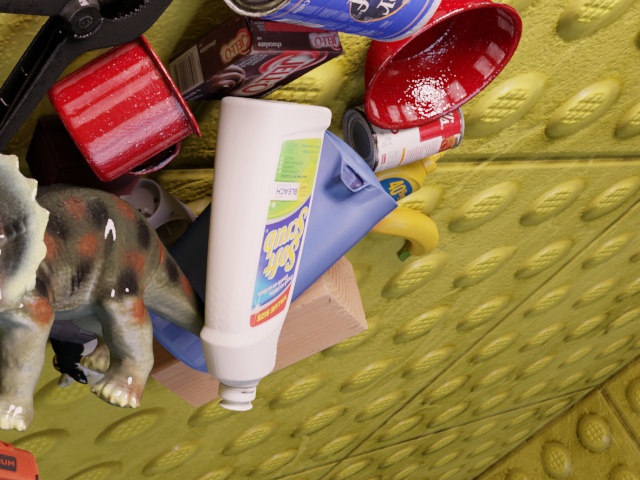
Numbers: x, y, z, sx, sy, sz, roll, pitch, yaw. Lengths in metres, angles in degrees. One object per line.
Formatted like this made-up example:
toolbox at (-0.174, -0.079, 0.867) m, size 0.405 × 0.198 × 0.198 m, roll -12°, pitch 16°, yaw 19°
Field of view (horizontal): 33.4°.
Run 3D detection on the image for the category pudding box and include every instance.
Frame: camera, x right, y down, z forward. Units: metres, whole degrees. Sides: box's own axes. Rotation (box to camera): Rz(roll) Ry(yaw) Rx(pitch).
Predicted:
pudding box at (-0.052, -0.142, 0.827) m, size 0.089 × 0.039 × 0.114 m, roll -7°, pitch 174°, yaw -40°

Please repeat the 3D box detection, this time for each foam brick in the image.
foam brick at (-0.187, -0.067, 0.855) m, size 0.078 × 0.053 × 0.051 m, roll -11°, pitch 151°, yaw -34°

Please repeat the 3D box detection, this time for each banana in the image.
banana at (0.107, -0.009, 1.324) m, size 0.070 × 0.037 × 0.197 m, roll -34°, pitch 156°, yaw 8°

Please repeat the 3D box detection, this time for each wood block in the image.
wood block at (-0.069, 0.079, 1.086) m, size 0.206 × 0.090 × 0.090 m, roll -26°, pitch 139°, yaw 16°

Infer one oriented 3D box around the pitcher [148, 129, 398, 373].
pitcher at (-0.056, 0.001, 0.992) m, size 0.243 × 0.145 × 0.149 m, roll -45°, pitch 151°, yaw 3°

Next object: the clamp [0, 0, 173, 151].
clamp at (-0.166, -0.145, 0.704) m, size 0.209 × 0.036 × 0.165 m, roll -30°, pitch 152°, yaw -22°

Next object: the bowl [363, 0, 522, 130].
bowl at (0.098, -0.172, 0.960) m, size 0.162 × 0.055 × 0.162 m, roll -24°, pitch 156°, yaw -12°

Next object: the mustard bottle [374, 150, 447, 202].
mustard bottle at (0.049, -0.057, 1.136) m, size 0.191 × 0.058 × 0.096 m, roll -30°, pitch 158°, yaw 1°

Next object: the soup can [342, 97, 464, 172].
soup can at (0.080, -0.110, 1.051) m, size 0.102 × 0.068 × 0.069 m, roll -18°, pitch 154°, yaw -22°

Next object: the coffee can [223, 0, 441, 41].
coffee can at (0.008, -0.198, 0.746) m, size 0.140 × 0.103 × 0.103 m, roll -2°, pitch 145°, yaw -47°

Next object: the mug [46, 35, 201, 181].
mug at (-0.143, -0.090, 0.793) m, size 0.081 × 0.093 × 0.117 m, roll -32°, pitch 148°, yaw -6°

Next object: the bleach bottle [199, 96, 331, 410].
bleach bottle at (-0.051, 0.012, 0.870) m, size 0.102 × 0.068 × 0.251 m, roll -8°, pitch 108°, yaw -61°
